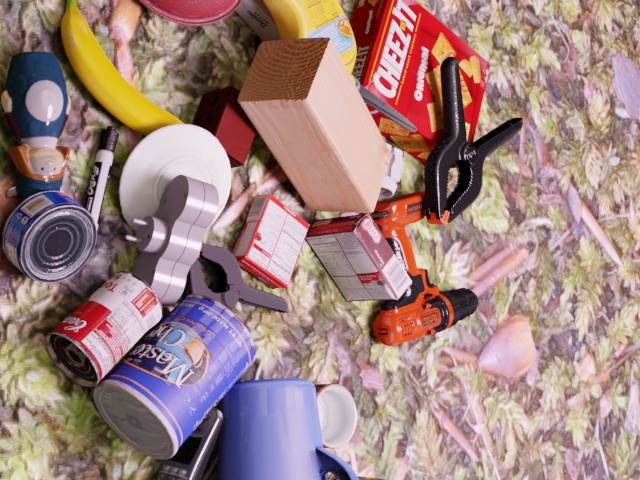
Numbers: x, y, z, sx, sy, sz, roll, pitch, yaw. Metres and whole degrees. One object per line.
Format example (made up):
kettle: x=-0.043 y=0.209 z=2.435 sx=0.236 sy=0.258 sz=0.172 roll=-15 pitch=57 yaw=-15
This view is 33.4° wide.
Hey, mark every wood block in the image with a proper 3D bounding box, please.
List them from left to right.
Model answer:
wood block: x=-0.002 y=-0.128 z=1.222 sx=0.206 sy=0.090 sz=0.090 roll=56 pitch=44 yaw=-48

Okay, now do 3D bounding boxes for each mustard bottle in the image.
mustard bottle: x=-0.007 y=-0.243 z=1.236 sx=0.096 sy=0.058 sz=0.191 roll=-39 pitch=110 yaw=-44

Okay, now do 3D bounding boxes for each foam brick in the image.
foam brick: x=-0.108 y=-0.125 z=1.192 sx=0.051 sy=0.053 sz=0.078 roll=33 pitch=63 yaw=-36

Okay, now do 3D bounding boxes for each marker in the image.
marker: x=-0.227 y=-0.061 z=1.095 sx=0.020 sy=0.020 sz=0.121 roll=23 pitch=69 yaw=-40

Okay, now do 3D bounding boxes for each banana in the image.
banana: x=-0.210 y=-0.165 z=1.111 sx=0.197 sy=0.037 sz=0.069 roll=53 pitch=54 yaw=-25

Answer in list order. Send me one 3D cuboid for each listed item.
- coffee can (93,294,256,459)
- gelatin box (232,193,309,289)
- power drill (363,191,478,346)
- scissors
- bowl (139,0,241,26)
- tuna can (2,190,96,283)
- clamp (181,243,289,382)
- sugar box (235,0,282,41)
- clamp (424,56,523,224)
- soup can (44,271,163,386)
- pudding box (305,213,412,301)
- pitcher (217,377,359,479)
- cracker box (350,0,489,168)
coffee can: x=-0.147 y=0.138 z=1.090 sx=0.140 sy=0.103 sz=0.102 roll=-48 pitch=117 yaw=-36
gelatin box: x=-0.058 y=0.002 z=1.241 sx=0.073 sy=0.030 sz=0.089 roll=38 pitch=61 yaw=-36
power drill: x=0.132 y=0.032 z=1.399 sx=0.184 sy=0.057 sz=0.187 roll=-15 pitch=96 yaw=-43
scissors: x=0.018 y=-0.183 z=1.285 sx=0.096 sy=0.016 sz=0.202 roll=-37 pitch=81 yaw=-24
bowl: x=-0.139 y=-0.318 z=1.157 sx=0.161 sy=0.055 sz=0.162 roll=7 pitch=76 yaw=-28
tuna can: x=-0.258 y=-0.003 z=1.023 sx=0.086 sy=0.034 sz=0.086 roll=-26 pitch=132 yaw=-34
clamp: x=-0.109 y=0.073 z=1.179 sx=0.171 sy=0.039 sz=0.120 roll=46 pitch=52 yaw=-33
sugar box: x=-0.042 y=-0.329 z=1.284 sx=0.093 sy=0.048 sz=0.176 roll=42 pitch=57 yaw=-32
clamp: x=0.192 y=-0.112 z=1.393 sx=0.164 sy=0.036 sz=0.210 roll=25 pitch=75 yaw=-36
soup can: x=-0.213 y=0.086 z=1.058 sx=0.102 sy=0.069 sz=0.068 roll=-47 pitch=116 yaw=-37
pudding box: x=0.045 y=0.022 z=1.295 sx=0.039 sy=0.090 sz=0.113 roll=-48 pitch=118 yaw=-34
pitcher: x=-0.040 y=0.272 z=1.141 sx=0.149 sy=0.145 sz=0.243 roll=0 pitch=78 yaw=-20
cracker box: x=0.125 y=-0.212 z=1.411 sx=0.213 sy=0.072 sz=0.164 roll=31 pitch=66 yaw=-37
